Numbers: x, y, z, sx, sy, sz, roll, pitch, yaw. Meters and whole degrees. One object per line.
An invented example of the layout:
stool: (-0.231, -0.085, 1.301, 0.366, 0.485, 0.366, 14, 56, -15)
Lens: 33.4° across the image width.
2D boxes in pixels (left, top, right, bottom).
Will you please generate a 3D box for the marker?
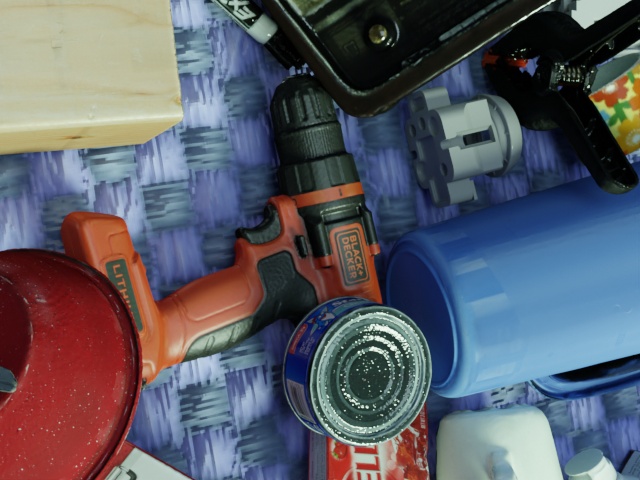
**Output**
marker: (-0.055, -0.152, 0.676, 0.121, 0.020, 0.020, 41, 71, -15)

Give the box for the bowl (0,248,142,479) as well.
bowl: (-0.174, 0.066, 0.535, 0.162, 0.055, 0.162, -6, 63, 11)

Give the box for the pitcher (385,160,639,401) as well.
pitcher: (0.170, 0.031, 0.708, 0.242, 0.145, 0.149, -14, 79, -21)

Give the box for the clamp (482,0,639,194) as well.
clamp: (0.163, -0.114, 0.684, 0.039, 0.172, 0.120, 8, 111, -29)

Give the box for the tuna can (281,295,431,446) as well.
tuna can: (0.022, 0.077, 0.629, 0.086, 0.034, 0.086, -3, 95, -28)

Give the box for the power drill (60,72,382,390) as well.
power drill: (-0.054, 0.001, 0.641, 0.187, 0.057, 0.184, -14, 91, -24)

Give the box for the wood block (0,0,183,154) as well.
wood block: (-0.189, -0.094, 0.573, 0.205, 0.091, 0.090, -7, 89, -24)

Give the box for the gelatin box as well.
gelatin box: (0.031, 0.138, 0.664, 0.073, 0.030, 0.089, 15, 55, -21)
